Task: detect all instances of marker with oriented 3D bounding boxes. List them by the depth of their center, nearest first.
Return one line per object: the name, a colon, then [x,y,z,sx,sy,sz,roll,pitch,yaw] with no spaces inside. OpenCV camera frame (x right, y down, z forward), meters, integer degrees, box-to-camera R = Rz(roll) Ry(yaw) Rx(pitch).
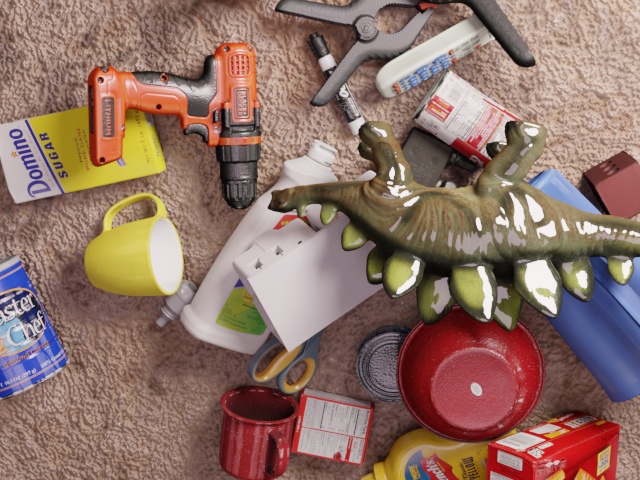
marker: [0.018,-0.174,1.182,0.020,0.020,0.121,-25,99,9]

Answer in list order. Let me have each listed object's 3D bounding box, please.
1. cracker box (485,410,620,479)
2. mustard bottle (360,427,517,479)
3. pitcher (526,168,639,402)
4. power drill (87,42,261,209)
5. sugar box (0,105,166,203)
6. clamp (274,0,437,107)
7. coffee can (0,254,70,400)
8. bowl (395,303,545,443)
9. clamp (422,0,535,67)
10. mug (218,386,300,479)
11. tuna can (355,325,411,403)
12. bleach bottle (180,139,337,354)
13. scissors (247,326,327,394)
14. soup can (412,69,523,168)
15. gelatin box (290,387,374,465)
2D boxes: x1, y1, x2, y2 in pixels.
cracker box: [0.258,0.315,1.195,0.072,0.163,0.214,13,107,47]
mustard bottle: [0.139,0.259,1.243,0.192,0.058,0.096,-18,117,9]
pitcher: [0.288,0.043,1.135,0.243,0.144,0.149,48,136,2]
power drill: [-0.155,-0.121,1.159,0.187,0.057,0.184,-4,98,-20]
sugar box: [-0.273,-0.104,1.207,0.176,0.048,0.093,-12,100,6]
clamp: [0.038,-0.234,1.149,0.171,0.039,0.120,-30,104,-2]
coffee can: [-0.366,0.100,1.229,0.103,0.102,0.140,-22,100,9]
bowl: [0.161,0.149,1.134,0.162,0.055,0.162,1,102,4]
clamp: [0.157,-0.273,1.118,0.210,0.036,0.164,14,77,10]
mug: [-0.068,0.230,1.231,0.093,0.117,0.081,-4,111,-33]
tuna can: [0.084,0.143,1.237,0.086,0.033,0.086,1,102,4]
bleach bottle: [-0.058,0.001,1.194,0.102,0.068,0.251,20,103,-32]
scissors: [0.005,0.106,1.239,0.201,0.016,0.096,-36,132,-9]
soup can: [0.159,-0.130,1.155,0.102,0.068,0.068,34,102,-3]
gelatin box: [0.015,0.220,1.261,0.089,0.030,0.073,11,101,2]
